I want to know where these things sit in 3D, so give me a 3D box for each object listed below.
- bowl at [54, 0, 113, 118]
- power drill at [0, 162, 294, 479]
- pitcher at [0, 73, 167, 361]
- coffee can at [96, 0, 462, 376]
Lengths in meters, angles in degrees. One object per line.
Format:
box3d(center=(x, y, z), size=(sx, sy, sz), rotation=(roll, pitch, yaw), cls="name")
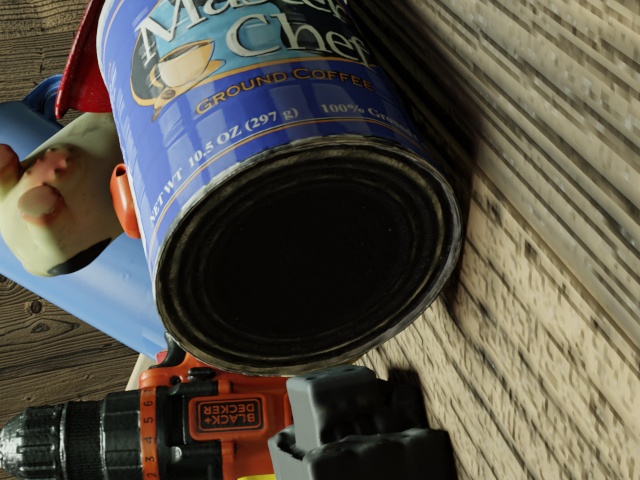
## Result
box3d(center=(-0.096, -0.135, 0.611), size=(0.162, 0.055, 0.162), rotation=(-158, 91, -80), cls="bowl")
box3d(center=(-0.079, 0.045, 0.589), size=(0.057, 0.184, 0.187), rotation=(100, 167, -59), cls="power drill")
box3d(center=(-0.168, -0.010, 0.829), size=(0.243, 0.144, 0.149), rotation=(29, 138, 17), cls="pitcher")
box3d(center=(-0.021, -0.037, 0.387), size=(0.140, 0.102, 0.103), rotation=(-112, 16, -45), cls="coffee can")
